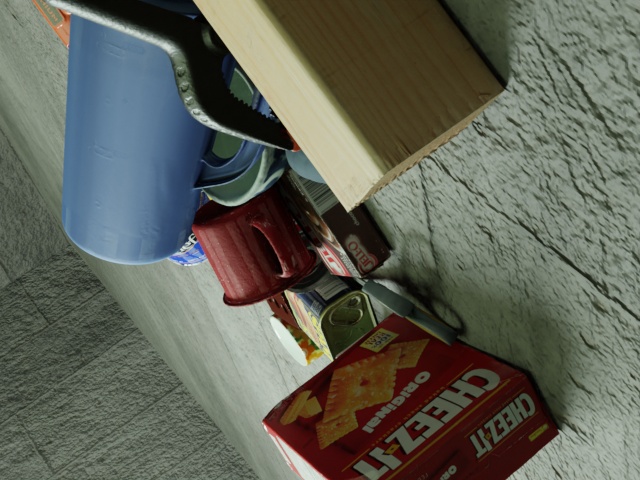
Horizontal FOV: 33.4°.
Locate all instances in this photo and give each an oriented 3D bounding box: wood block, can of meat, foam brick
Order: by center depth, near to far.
[{"bbox_3d":[-0.001,-0.132,0.614,0.206,0.090,0.090,54,164,3],"label":"wood block"},{"bbox_3d":[0.010,0.073,1.081,0.084,0.057,0.102,44,161,45],"label":"can of meat"},{"bbox_3d":[-0.029,0.054,1.165,0.078,0.051,0.053,26,148,61],"label":"foam brick"}]

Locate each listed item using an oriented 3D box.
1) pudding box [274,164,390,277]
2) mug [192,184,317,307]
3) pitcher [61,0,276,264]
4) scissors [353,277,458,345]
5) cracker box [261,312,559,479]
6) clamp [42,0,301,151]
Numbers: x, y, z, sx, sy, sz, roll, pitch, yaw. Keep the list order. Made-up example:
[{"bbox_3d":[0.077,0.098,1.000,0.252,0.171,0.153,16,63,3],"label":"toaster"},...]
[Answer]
[{"bbox_3d":[0.005,-0.022,0.925,0.113,0.039,0.090,58,166,-9],"label":"pudding box"},{"bbox_3d":[-0.056,0.001,0.920,0.081,0.093,0.117,64,162,-19],"label":"mug"},{"bbox_3d":[-0.127,-0.099,0.825,0.149,0.144,0.243,57,142,43],"label":"pitcher"},{"bbox_3d":[0.070,0.057,0.932,0.096,0.016,0.202,32,180,1],"label":"scissors"},{"bbox_3d":[0.064,0.152,0.883,0.072,0.164,0.214,58,165,-21],"label":"cracker box"},{"bbox_3d":[-0.079,-0.136,0.697,0.036,0.164,0.210,22,144,56],"label":"clamp"}]
